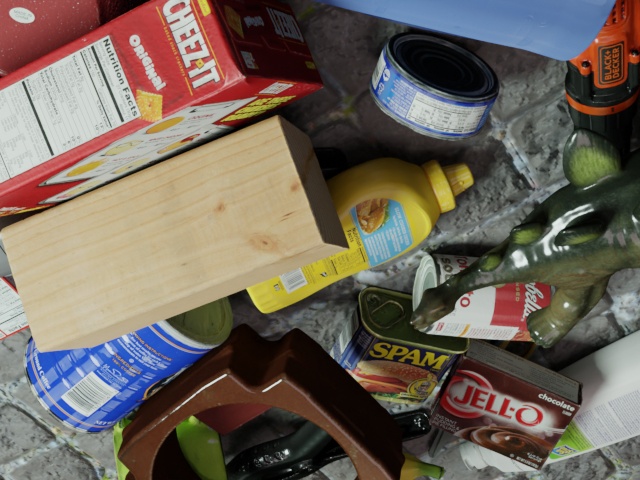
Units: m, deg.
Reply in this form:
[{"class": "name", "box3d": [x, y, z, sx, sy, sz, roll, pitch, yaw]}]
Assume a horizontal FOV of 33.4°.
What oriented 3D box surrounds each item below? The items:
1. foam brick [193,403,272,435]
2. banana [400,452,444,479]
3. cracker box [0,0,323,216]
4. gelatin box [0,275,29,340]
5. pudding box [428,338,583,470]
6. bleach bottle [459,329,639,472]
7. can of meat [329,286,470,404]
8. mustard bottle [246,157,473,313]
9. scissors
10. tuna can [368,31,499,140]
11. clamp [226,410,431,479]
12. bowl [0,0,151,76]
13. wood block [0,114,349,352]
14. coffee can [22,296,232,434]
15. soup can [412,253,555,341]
[{"class": "foam brick", "box3d": [-0.075, 0.125, 0.944, 0.078, 0.053, 0.051, -33, 127, 22]}, {"class": "banana", "box3d": [0.067, 0.245, 1.053, 0.070, 0.037, 0.198, 33, 155, 9]}, {"class": "cracker box", "box3d": [-0.124, -0.085, 0.670, 0.214, 0.164, 0.072, -23, 90, 17]}, {"class": "gelatin box", "box3d": [-0.275, 0.043, 0.860, 0.073, 0.030, 0.089, -26, 130, 14]}, {"class": "pudding box", "box3d": [0.165, 0.146, 0.957, 0.113, 0.039, 0.090, 21, 127, 2]}, {"class": "bleach bottle", "box3d": [0.245, 0.156, 1.007, 0.251, 0.068, 0.102, -26, 125, 19]}, {"class": "can of meat", "box3d": [0.066, 0.095, 0.933, 0.102, 0.057, 0.084, 13, 132, -17]}, {"class": "mustard bottle", "box3d": [0.027, -0.014, 0.816, 0.191, 0.058, 0.096, -23, 141, 0]}, {"class": "scissors", "box3d": [0.126, 0.134, 1.002, 0.096, 0.016, 0.202, 24, 124, -23]}, {"class": "tuna can", "box3d": [0.079, -0.107, 0.733, 0.086, 0.086, 0.034, 10, 128, -16]}, {"class": "clamp", "box3d": [-0.006, 0.200, 1.016, 0.210, 0.036, 0.164, -32, 150, 31]}, {"class": "bowl", "box3d": [-0.184, -0.157, 0.676, 0.162, 0.055, 0.162, -3, 132, -4]}, {"class": "wood block", "box3d": [-0.098, -0.001, 0.730, 0.206, 0.090, 0.090, -21, 172, 11]}, {"class": "coffee can", "box3d": [-0.154, 0.076, 0.856, 0.140, 0.103, 0.102, -38, 125, 25]}, {"class": "soup can", "box3d": [0.135, 0.047, 0.891, 0.102, 0.068, 0.069, 5, 131, -11]}]
